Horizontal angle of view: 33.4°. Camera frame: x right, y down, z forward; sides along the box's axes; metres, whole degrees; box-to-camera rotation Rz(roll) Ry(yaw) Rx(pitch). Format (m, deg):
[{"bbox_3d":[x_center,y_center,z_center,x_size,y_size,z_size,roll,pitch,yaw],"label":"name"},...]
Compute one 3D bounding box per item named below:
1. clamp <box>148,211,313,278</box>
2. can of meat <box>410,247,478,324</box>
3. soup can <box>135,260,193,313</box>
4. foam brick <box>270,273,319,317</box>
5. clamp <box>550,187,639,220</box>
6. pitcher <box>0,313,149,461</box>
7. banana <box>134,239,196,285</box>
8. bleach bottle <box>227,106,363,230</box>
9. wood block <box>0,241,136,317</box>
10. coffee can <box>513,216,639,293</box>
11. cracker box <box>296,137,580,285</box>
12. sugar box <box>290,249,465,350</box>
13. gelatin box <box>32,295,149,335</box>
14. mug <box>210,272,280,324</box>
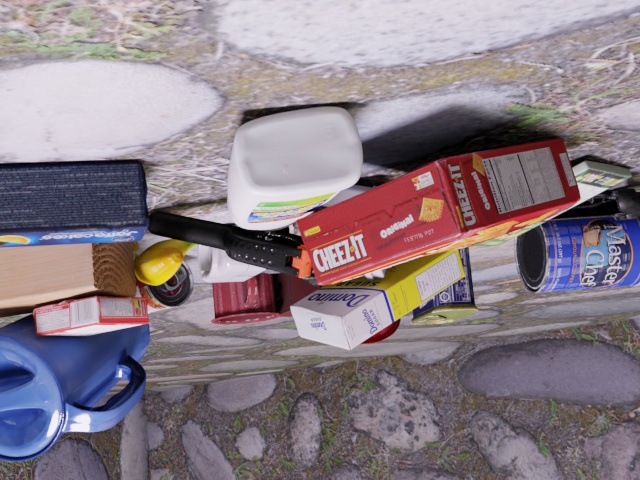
[{"bbox_3d":[-0.057,0.001,1.075,0.164,0.036,0.210,1,-170,-38],"label":"clamp"},{"bbox_3d":[0.142,0.051,1.267,0.057,0.084,0.102,-1,167,-17],"label":"can of meat"},{"bbox_3d":[-0.218,0.061,1.374,0.068,0.068,0.102,3,167,-38],"label":"soup can"},{"bbox_3d":[-0.037,0.062,1.458,0.051,0.078,0.053,3,164,-36],"label":"foam brick"},{"bbox_3d":[0.342,-0.041,1.242,0.120,0.039,0.171,0,179,44],"label":"clamp"},{"bbox_3d":[-0.271,0.134,1.155,0.145,0.149,0.242,-32,-177,21],"label":"pitcher"},{"bbox_3d":[-0.168,0.019,1.137,0.069,0.037,0.198,-41,-173,4],"label":"banana"},{"bbox_3d":[-0.030,-0.049,0.934,0.102,0.068,0.251,-9,172,-7],"label":"bleach bottle"},{"bbox_3d":[-0.301,0.025,1.082,0.206,0.091,0.090,-10,169,16],"label":"wood block"},{"bbox_3d":[0.325,0.010,1.322,0.140,0.103,0.103,-4,169,-12],"label":"coffee can"},{"bbox_3d":[0.111,-0.026,0.961,0.164,0.072,0.213,-22,175,41],"label":"cracker box"},{"bbox_3d":[0.063,0.054,1.165,0.175,0.048,0.094,-27,-160,-32],"label":"sugar box"},{"bbox_3d":[-0.227,0.075,1.058,0.089,0.030,0.073,-12,170,31],"label":"gelatin box"},{"bbox_3d":[-0.101,0.063,1.412,0.093,0.081,0.117,-4,169,-12],"label":"mug"}]
